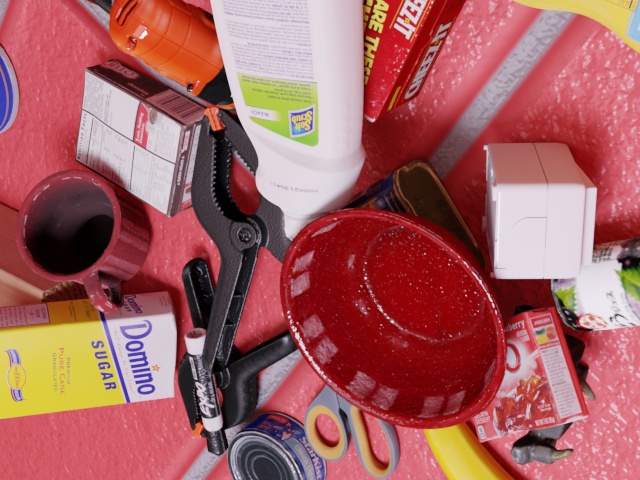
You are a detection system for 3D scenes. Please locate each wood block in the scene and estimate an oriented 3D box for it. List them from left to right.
[{"bbox_3d":[-0.302,0.032,1.007,0.206,0.090,0.090,23,123,26],"label":"wood block"}]

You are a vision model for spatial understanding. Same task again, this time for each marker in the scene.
[{"bbox_3d":[-0.095,0.130,0.897,0.020,0.020,0.121,10,121,33],"label":"marker"}]

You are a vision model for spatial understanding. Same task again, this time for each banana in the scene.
[{"bbox_3d":[0.149,0.188,0.786,0.198,0.037,0.070,29,105,21],"label":"banana"}]

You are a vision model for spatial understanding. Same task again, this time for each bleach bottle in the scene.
[{"bbox_3d":[-0.022,-0.116,0.661,0.103,0.068,0.251,15,123,30],"label":"bleach bottle"}]

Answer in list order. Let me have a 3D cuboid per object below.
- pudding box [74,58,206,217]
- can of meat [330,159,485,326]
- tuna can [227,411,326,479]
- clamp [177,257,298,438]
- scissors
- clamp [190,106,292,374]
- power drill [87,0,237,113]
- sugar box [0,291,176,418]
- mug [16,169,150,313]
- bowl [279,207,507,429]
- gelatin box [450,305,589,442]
[{"bbox_3d":[-0.147,-0.084,0.874,0.114,0.039,0.090,31,126,24],"label":"pudding box"},{"bbox_3d":[0.056,0.005,0.753,0.084,0.057,0.102,-31,91,39],"label":"can of meat"},{"bbox_3d":[-0.039,0.194,0.925,0.086,0.033,0.086,16,119,30],"label":"tuna can"},{"bbox_3d":[-0.074,0.107,0.909,0.120,0.039,0.171,29,128,29],"label":"clamp"},{"bbox_3d":[0.004,0.103,0.863,0.096,0.016,0.202,-17,100,40],"label":"scissors"},{"bbox_3d":[-0.055,0.001,0.827,0.165,0.036,0.210,-24,88,28],"label":"clamp"},{"bbox_3d":[-0.108,-0.157,0.755,0.188,0.184,0.057,40,99,34],"label":"power drill"},{"bbox_3d":[-0.213,0.099,0.917,0.048,0.176,0.093,-118,28,-56],"label":"sugar box"},{"bbox_3d":[-0.190,0.006,0.895,0.093,0.081,0.117,-25,73,8],"label":"mug"},{"bbox_3d":[0.055,0.041,0.693,0.162,0.055,0.162,18,126,26],"label":"bowl"},{"bbox_3d":[0.128,0.089,0.701,0.089,0.030,0.073,-32,70,58],"label":"gelatin box"}]
